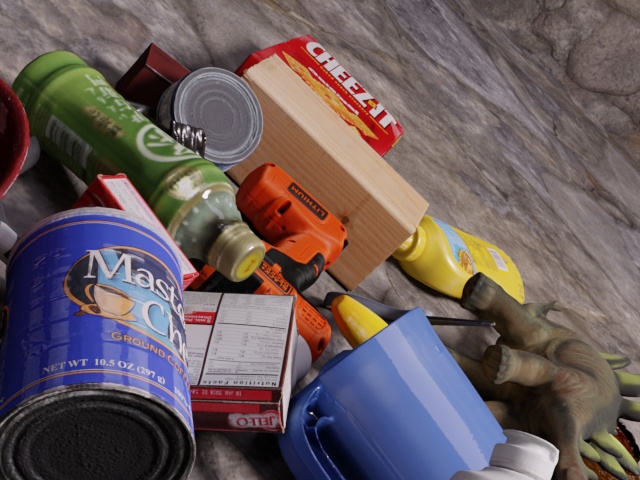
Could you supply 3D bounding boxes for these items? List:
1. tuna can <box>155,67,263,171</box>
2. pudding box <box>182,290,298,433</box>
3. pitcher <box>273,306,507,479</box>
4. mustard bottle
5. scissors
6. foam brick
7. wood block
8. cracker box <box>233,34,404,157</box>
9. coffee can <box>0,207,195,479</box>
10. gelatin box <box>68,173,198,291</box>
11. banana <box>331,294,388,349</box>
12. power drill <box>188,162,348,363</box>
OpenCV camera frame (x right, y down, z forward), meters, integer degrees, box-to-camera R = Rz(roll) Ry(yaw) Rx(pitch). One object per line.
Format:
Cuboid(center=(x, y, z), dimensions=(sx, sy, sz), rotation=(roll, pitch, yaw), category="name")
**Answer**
Cuboid(center=(-0.091, -0.100, 0.888), dimensions=(0.086, 0.034, 0.086), rotation=(8, 75, -31), category="tuna can")
Cuboid(center=(-0.062, 0.075, 0.683), dimensions=(0.090, 0.039, 0.113), rotation=(3, 30, 3), category="pudding box")
Cuboid(center=(0.077, 0.177, 0.704), dimensions=(0.243, 0.149, 0.145), rotation=(53, -18, 10), category="pitcher")
Cuboid(center=(0.136, 0.020, 1.137), dimensions=(0.191, 0.058, 0.096), rotation=(22, 33, -43), category="mustard bottle")
Cuboid(center=(0.061, 0.058, 0.863), dimensions=(0.096, 0.016, 0.202), rotation=(19, -11, -9), category="scissors")
Cuboid(center=(-0.135, -0.123, 0.931), dimensions=(0.078, 0.051, 0.053), rotation=(36, 24, -21), category="foam brick")
Cuboid(center=(-0.008, -0.065, 0.995), dimensions=(0.206, 0.091, 0.090), rotation=(44, 24, -3), category="wood block")
Cuboid(center=(-0.004, -0.135, 1.143), dimensions=(0.164, 0.072, 0.213), rotation=(46, 22, -1), category="cracker box")
Cuboid(center=(-0.122, 0.064, 0.577), dimensions=(0.102, 0.103, 0.140), rotation=(31, 27, -30), category="coffee can")
Cuboid(center=(-0.131, 0.013, 0.683), dimensions=(0.089, 0.073, 0.030), rotation=(51, 25, 13), category="gelatin box")
Cuboid(center=(0.061, 0.099, 0.870), dimensions=(0.070, 0.037, 0.197), rotation=(44, 0, 29), category="banana")
Cuboid(center=(-0.056, 0.001, 0.856), dimensions=(0.184, 0.057, 0.187), rotation=(44, 25, -6), category="power drill")
